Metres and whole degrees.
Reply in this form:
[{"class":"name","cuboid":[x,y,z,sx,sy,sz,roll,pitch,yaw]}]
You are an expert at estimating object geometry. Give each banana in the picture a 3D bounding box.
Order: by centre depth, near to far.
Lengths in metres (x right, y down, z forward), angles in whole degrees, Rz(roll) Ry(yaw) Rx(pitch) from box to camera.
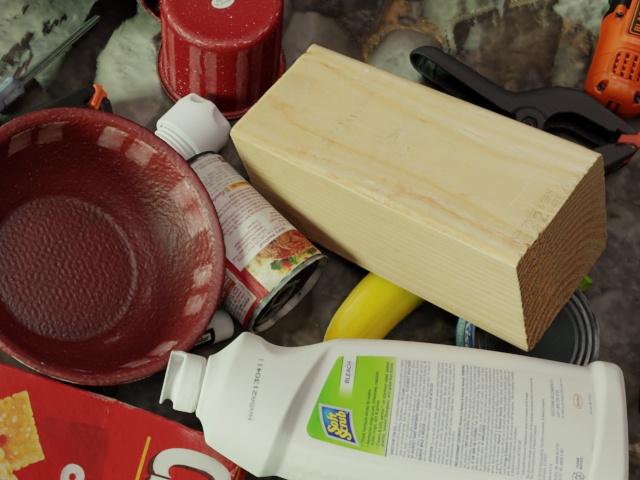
[{"class":"banana","cuboid":[0.081,0.027,0.693,0.197,0.037,0.070,-18,68,-13]}]

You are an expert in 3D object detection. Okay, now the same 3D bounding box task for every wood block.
[{"class":"wood block","cuboid":[0.059,-0.031,0.647,0.206,0.091,0.090,27,66,32]}]

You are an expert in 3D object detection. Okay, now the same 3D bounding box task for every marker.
[{"class":"marker","cuboid":[-0.105,0.069,0.641,0.120,0.020,0.020,-20,68,-38]}]

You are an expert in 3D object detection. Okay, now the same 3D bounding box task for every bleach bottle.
[{"class":"bleach bottle","cuboid":[0.039,0.094,0.589,0.250,0.068,0.102,13,55,-6]}]

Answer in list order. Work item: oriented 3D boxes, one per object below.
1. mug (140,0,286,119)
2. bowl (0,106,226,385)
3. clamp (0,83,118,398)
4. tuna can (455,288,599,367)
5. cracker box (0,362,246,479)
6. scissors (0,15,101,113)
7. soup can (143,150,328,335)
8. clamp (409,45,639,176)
[{"class":"mug","cuboid":[-0.077,-0.149,0.730,0.117,0.081,0.093,37,68,10]},{"class":"bowl","cuboid":[-0.138,0.008,0.611,0.161,0.055,0.162,12,67,-29]},{"class":"clamp","cuboid":[-0.180,-0.017,0.657,0.164,0.036,0.210,27,54,-31]},{"class":"tuna can","cuboid":[0.129,0.062,0.670,0.086,0.034,0.086,1,86,-15]},{"class":"cracker box","cuboid":[-0.159,0.157,0.556,0.213,0.072,0.164,23,65,-19]},{"class":"scissors","cuboid":[-0.205,-0.093,0.698,0.201,0.096,0.016,-44,114,-19]},{"class":"soup can","cuboid":[-0.054,0.001,0.674,0.068,0.068,0.102,-41,76,-20]},{"class":"clamp","cuboid":[0.134,-0.065,0.740,0.171,0.039,0.120,14,76,4]}]
